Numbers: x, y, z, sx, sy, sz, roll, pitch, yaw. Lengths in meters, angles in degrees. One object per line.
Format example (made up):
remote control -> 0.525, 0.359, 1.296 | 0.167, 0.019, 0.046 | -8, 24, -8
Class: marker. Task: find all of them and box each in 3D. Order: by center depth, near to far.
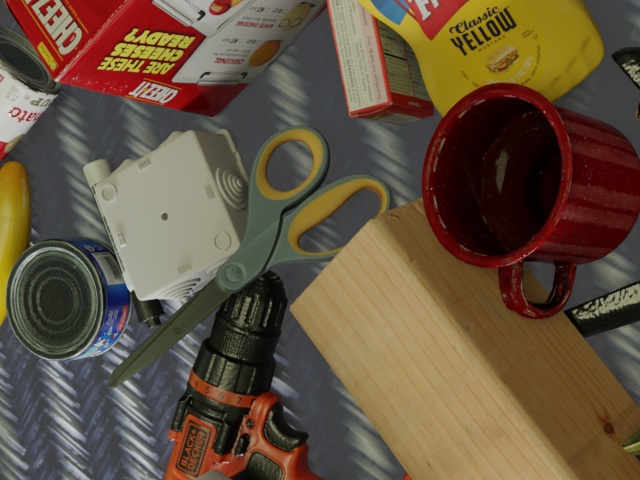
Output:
marker -> -0.133, 0.003, 0.727 | 0.020, 0.020, 0.121 | -25, 81, 23

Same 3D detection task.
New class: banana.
banana -> -0.253, 0.038, 0.772 | 0.070, 0.037, 0.198 | 42, 107, 17

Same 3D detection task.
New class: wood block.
wood block -> 0.090, 0.082, 0.578 | 0.206, 0.090, 0.090 | 53, 131, 14

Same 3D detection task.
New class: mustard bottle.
mustard bottle -> 0.065, -0.145, 0.550 | 0.096, 0.191, 0.058 | -27, 37, 22

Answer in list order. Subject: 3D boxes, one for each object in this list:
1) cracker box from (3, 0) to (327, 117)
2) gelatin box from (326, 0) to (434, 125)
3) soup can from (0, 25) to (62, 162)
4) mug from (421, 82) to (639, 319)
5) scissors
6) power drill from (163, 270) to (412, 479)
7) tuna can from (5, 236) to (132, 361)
cracker box -> -0.049, -0.173, 0.605 | 0.214, 0.164, 0.072 | -41, 72, 19
gelatin box -> 0.033, -0.114, 0.619 | 0.030, 0.073, 0.089 | -13, 87, 24
soup can -> -0.237, -0.092, 0.744 | 0.102, 0.068, 0.068 | -45, 75, 18
mug -> 0.114, -0.018, 0.556 | 0.093, 0.081, 0.117 | -9, 79, 46
scissors -> -0.054, 0.001, 0.639 | 0.201, 0.016, 0.096 | -26, 81, -9
power drill -> -0.004, 0.128, 0.654 | 0.188, 0.057, 0.184 | 23, 104, 25
tuna can -> -0.175, 0.040, 0.739 | 0.086, 0.033, 0.086 | 1, 92, 24
